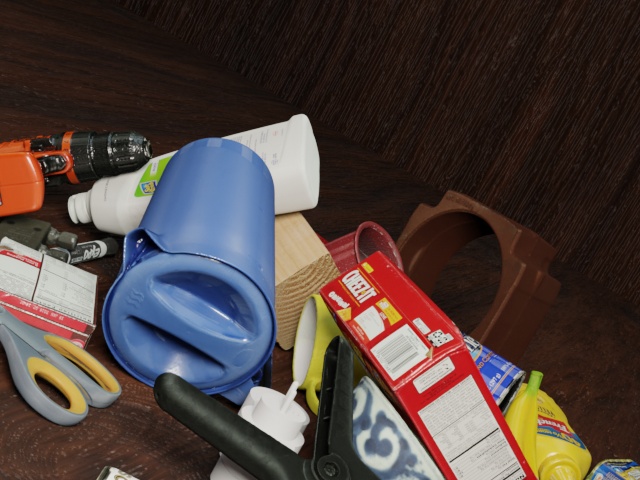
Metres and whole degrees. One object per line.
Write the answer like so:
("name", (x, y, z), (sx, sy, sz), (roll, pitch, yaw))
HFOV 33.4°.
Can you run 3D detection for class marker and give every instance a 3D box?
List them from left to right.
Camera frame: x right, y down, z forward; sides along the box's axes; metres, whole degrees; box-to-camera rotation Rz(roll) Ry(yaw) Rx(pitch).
("marker", (-0.225, 0.011, 1.019), (0.020, 0.020, 0.121), (31, 12, 11))

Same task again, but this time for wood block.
("wood block", (-0.058, 0.002, 1.111), (0.206, 0.090, 0.090), (54, -5, 43))

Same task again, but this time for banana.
("banana", (0.189, 0.208, 0.999), (0.037, 0.070, 0.197), (8, 35, 2))

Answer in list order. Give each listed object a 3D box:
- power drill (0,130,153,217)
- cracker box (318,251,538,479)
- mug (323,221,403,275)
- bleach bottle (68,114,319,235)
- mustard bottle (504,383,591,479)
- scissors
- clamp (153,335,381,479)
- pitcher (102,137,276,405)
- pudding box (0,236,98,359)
("power drill", (-0.264, -0.065, 0.997), (0.184, 0.057, 0.187), (-7, 10, 8))
("cracker box", (0.097, 0.133, 0.874), (0.213, 0.072, 0.164), (59, -5, -31))
("mug", (0.045, 0.043, 1.241), (0.117, 0.082, 0.093), (51, 36, -23))
("bleach bottle", (-0.130, -0.057, 1.072), (0.251, 0.068, 0.102), (-10, 40, 10))
("mustard bottle", (0.228, 0.211, 1.110), (0.096, 0.058, 0.191), (21, 13, -10))
("scissors", (-0.225, 0.062, 0.732), (0.201, 0.016, 0.096), (36, 16, -16))
("clamp", (0.003, 0.154, 0.712), (0.164, 0.036, 0.210), (-16, 61, -42))
("pitcher", (-0.093, 0.017, 0.910), (0.145, 0.149, 0.243), (14, 29, -7))
("pudding box", (-0.223, 0.045, 0.840), (0.090, 0.039, 0.113), (25, 14, -17))
